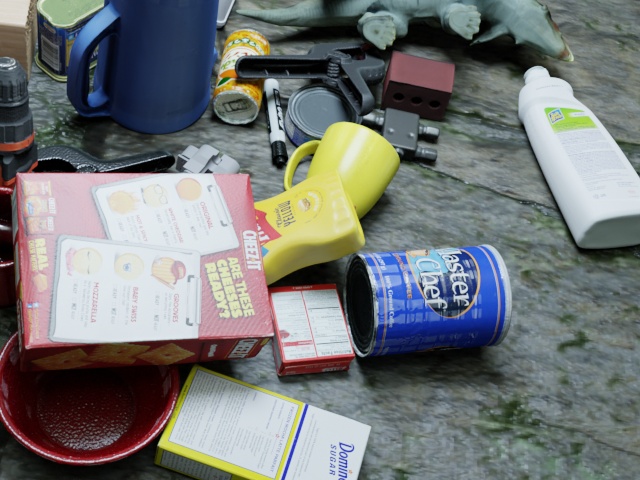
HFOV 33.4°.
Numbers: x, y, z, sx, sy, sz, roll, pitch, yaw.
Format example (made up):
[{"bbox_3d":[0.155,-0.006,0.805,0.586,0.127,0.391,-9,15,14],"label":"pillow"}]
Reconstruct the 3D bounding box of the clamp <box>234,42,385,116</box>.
[{"bbox_3d":[0.007,-0.197,1.218,0.165,0.036,0.209,18,26,12],"label":"clamp"}]

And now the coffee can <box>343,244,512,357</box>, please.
[{"bbox_3d":[0.104,0.059,1.054,0.140,0.103,0.103,-3,55,-15],"label":"coffee can"}]

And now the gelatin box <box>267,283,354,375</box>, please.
[{"bbox_3d":[-0.013,0.088,1.053,0.073,0.030,0.089,-3,55,-17],"label":"gelatin box"}]

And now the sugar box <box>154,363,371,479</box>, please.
[{"bbox_3d":[-0.051,0.185,0.963,0.176,0.048,0.093,22,52,-1],"label":"sugar box"}]

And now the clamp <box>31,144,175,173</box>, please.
[{"bbox_3d":[-0.238,-0.050,1.098,0.171,0.039,0.120,3,49,-7],"label":"clamp"}]

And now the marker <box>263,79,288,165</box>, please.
[{"bbox_3d":[-0.051,-0.134,1.214,0.020,0.020,0.121,1,54,-13],"label":"marker"}]

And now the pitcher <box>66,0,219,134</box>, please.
[{"bbox_3d":[-0.176,-0.225,1.112,0.145,0.243,0.149,14,59,-5],"label":"pitcher"}]

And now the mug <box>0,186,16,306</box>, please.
[{"bbox_3d":[-0.314,0.002,1.013,0.117,0.082,0.093,42,56,17],"label":"mug"}]

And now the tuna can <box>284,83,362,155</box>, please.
[{"bbox_3d":[0.002,-0.137,1.219,0.086,0.034,0.086,6,53,-8],"label":"tuna can"}]

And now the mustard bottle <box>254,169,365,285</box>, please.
[{"bbox_3d":[-0.057,0.001,1.060,0.191,0.058,0.096,-22,47,5],"label":"mustard bottle"}]

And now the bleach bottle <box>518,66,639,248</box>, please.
[{"bbox_3d":[0.302,-0.108,1.250,0.102,0.068,0.251,-5,53,-16],"label":"bleach bottle"}]

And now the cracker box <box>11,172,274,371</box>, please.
[{"bbox_3d":[-0.162,0.026,0.953,0.213,0.072,0.164,-1,66,-21],"label":"cracker box"}]

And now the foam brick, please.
[{"bbox_3d":[0.115,-0.183,1.267,0.078,0.053,0.051,11,52,-4],"label":"foam brick"}]

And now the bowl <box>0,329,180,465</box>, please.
[{"bbox_3d":[-0.209,0.137,0.955,0.162,0.055,0.162,6,53,-8],"label":"bowl"}]

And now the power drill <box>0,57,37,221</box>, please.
[{"bbox_3d":[-0.361,-0.117,1.039,0.188,0.185,0.057,24,37,16],"label":"power drill"}]

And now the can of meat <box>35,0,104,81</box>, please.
[{"bbox_3d":[-0.272,-0.241,1.201,0.057,0.084,0.102,39,56,16],"label":"can of meat"}]
